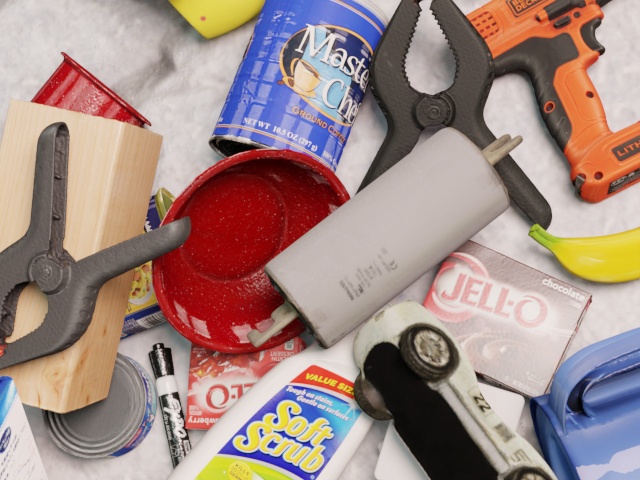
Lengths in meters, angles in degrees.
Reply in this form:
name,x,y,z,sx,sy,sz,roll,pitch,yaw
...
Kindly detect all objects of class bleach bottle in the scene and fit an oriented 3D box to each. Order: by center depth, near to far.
name,x,y,z,sx,sy,sz,roll,pitch,yaw
bleach bottle,-0.024,0.134,0.764,0.102,0.068,0.250,37,60,2

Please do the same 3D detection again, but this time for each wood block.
name,x,y,z,sx,sy,sz,roll,pitch,yaw
wood block,-0.189,0.010,0.781,0.091,0.090,0.206,12,91,10

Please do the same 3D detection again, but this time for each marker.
name,x,y,z,sx,sy,sz,roll,pitch,yaw
marker,-0.115,0.139,0.838,0.020,0.020,0.121,-17,74,5

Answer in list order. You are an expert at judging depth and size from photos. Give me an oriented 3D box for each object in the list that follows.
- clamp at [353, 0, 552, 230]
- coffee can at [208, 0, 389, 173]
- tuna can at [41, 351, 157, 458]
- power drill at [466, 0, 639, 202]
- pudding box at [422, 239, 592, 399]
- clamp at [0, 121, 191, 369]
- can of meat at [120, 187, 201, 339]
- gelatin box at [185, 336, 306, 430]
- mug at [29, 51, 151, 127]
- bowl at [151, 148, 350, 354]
name,x,y,z,sx,sy,sz,roll,pitch,yaw
clamp,0.097,-0.095,0.816,0.164,0.036,0.210,2,103,6
coffee can,-0.016,-0.122,0.840,0.103,0.102,0.140,18,80,13
tuna can,-0.173,0.129,0.842,0.086,0.033,0.086,-2,76,9
power drill,0.219,-0.138,0.829,0.184,0.057,0.188,-29,71,6
pudding box,0.134,0.060,0.803,0.113,0.039,0.090,25,81,15
clamp,-0.165,0.021,0.710,0.120,0.039,0.171,29,100,14
can of meat,-0.144,0.021,0.852,0.084,0.057,0.102,-22,74,6
gelatin box,-0.057,0.112,0.828,0.089,0.030,0.073,0,77,10
mug,-0.207,-0.099,0.882,0.081,0.093,0.117,-51,49,0
bowl,-0.055,0.001,0.793,0.162,0.162,0.055,-44,34,-3
